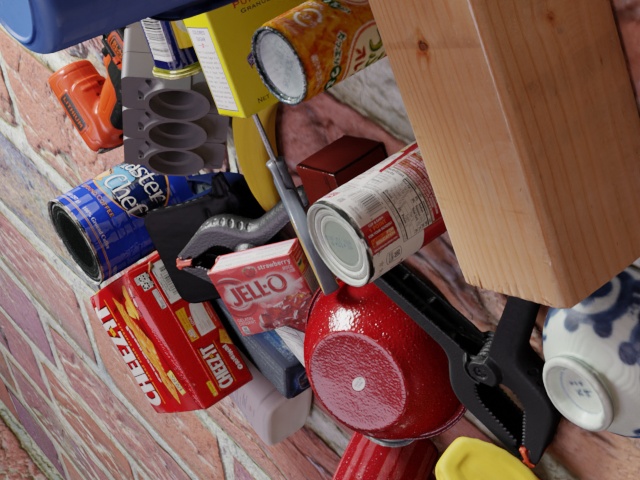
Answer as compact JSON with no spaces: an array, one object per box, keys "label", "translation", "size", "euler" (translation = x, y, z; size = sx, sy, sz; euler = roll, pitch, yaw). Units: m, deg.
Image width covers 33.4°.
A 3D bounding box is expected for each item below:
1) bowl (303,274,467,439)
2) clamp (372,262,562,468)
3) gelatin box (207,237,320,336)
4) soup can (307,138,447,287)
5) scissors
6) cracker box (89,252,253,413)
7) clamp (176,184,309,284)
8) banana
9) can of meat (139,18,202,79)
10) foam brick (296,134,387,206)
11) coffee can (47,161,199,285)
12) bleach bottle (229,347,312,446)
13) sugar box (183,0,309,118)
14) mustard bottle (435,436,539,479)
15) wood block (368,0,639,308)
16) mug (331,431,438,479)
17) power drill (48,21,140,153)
[{"label":"bowl","translation":[0.043,0.104,0.876],"size":[0.162,0.055,0.162],"euler":[14,117,28]},{"label":"clamp","translation":[0.131,0.082,0.778],"size":[0.165,0.036,0.210],"euler":[-7,121,51]},{"label":"gelatin box","translation":[-0.045,0.042,0.946],"size":[0.089,0.030,0.073],"euler":[-13,118,27]},{"label":"soup can","translation":[0.050,-0.021,0.741],"size":[0.069,0.102,0.068],"euler":[41,150,30]},{"label":"scissors","translation":[-0.030,-0.049,0.879],"size":[0.096,0.016,0.202],"euler":[84,163,-85]},{"label":"cracker box","translation":[-0.171,0.105,1.172],"size":[0.164,0.072,0.214],"euler":[60,156,-2]},{"label":"clamp","translation":[-0.056,0.001,0.967],"size":[0.172,0.039,0.120],"euler":[2,117,21]},{"label":"banana","translation":[-0.048,-0.094,0.908],"size":[0.070,0.037,0.198],"euler":[50,154,19]},{"label":"can of meat","translation":[-0.092,-0.182,0.815],"size":[0.058,0.102,0.084],"euler":[21,135,52]},{"label":"foam brick","translation":[0.026,-0.034,0.830],"size":[0.053,0.051,0.078],"euler":[19,135,52]},{"label":"coffee can","translation":[-0.202,-0.031,1.135],"size":[0.103,0.140,0.103],"euler":[42,151,30]},{"label":"bleach bottle","translation":[-0.111,0.117,1.234],"size":[0.251,0.068,0.103],"euler":[46,152,28]},{"label":"sugar box","translation":[-0.057,-0.186,0.755],"size":[0.048,0.093,0.176],"euler":[19,136,52]},{"label":"mustard bottle","translation":[0.138,0.226,0.891],"size":[0.096,0.058,0.191],"euler":[35,162,17]},{"label":"wood block","translation":[0.108,-0.077,0.590],"size":[0.091,0.090,0.206],"euler":[15,132,56]},{"label":"mug","translation":[0.068,0.222,0.994],"size":[0.117,0.081,0.093],"euler":[37,154,-20]},{"label":"power drill","translation":[-0.213,-0.182,1.059],"size":[0.184,0.057,0.188],"euler":[59,148,4]}]
